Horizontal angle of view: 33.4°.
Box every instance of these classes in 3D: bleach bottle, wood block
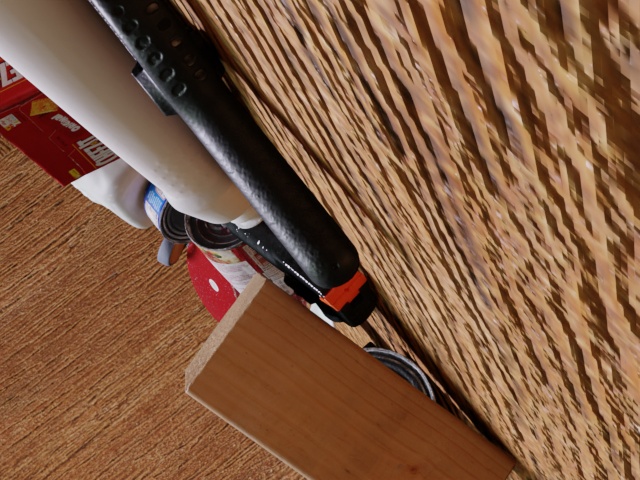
[{"bbox_3d":[-0.106,-0.091,0.600,0.250,0.068,0.102,47,-160,-44],"label":"bleach bottle"},{"bbox_3d":[0.016,0.119,0.727,0.206,0.090,0.091,36,177,-6],"label":"wood block"}]

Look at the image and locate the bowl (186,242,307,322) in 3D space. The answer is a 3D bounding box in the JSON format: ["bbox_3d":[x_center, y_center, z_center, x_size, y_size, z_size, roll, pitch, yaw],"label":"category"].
[{"bbox_3d":[-0.082,0.033,1.030,0.162,0.055,0.162,40,144,36],"label":"bowl"}]

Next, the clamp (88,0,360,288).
[{"bbox_3d":[-0.066,-0.078,0.509,0.210,0.036,0.165,52,178,-20],"label":"clamp"}]

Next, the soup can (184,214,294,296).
[{"bbox_3d":[-0.056,0.001,0.848,0.069,0.068,0.102,46,175,35],"label":"soup can"}]

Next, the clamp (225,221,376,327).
[{"bbox_3d":[-0.013,0.016,0.718,0.120,0.039,0.171,36,172,-6],"label":"clamp"}]

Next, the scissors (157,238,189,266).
[{"bbox_3d":[-0.140,0.008,1.083,0.016,0.096,0.202,24,151,3],"label":"scissors"}]

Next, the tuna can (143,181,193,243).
[{"bbox_3d":[-0.115,-0.040,0.957,0.034,0.086,0.086,48,175,30],"label":"tuna can"}]

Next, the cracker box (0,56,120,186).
[{"bbox_3d":[-0.216,-0.162,0.743,0.214,0.072,0.164,63,179,12],"label":"cracker box"}]
